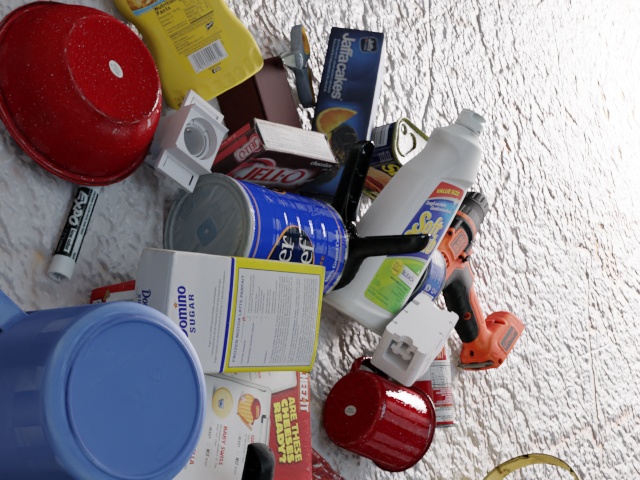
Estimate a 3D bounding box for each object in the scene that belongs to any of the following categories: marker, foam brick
[{"bbox_3d":[-0.194,-0.023,0.864,0.020,0.020,0.121,39,53,-41],"label":"marker"},{"bbox_3d":[-0.062,-0.134,1.037,0.052,0.051,0.078,-27,103,-53],"label":"foam brick"}]

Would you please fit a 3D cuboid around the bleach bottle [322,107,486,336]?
[{"bbox_3d":[0.093,-0.029,1.107,0.102,0.068,0.251,35,85,-48],"label":"bleach bottle"}]

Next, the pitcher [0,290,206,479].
[{"bbox_3d":[-0.189,0.094,0.657,0.149,0.243,0.145,23,65,-40],"label":"pitcher"}]

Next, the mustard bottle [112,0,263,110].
[{"bbox_3d":[-0.133,-0.218,0.943,0.096,0.058,0.191,-30,109,-9],"label":"mustard bottle"}]

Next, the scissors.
[{"bbox_3d":[-0.022,-0.161,1.059,0.201,0.016,0.096,-82,162,-66],"label":"scissors"}]

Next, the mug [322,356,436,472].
[{"bbox_3d":[0.056,0.171,1.093,0.081,0.093,0.117,30,43,-40],"label":"mug"}]

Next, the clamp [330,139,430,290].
[{"bbox_3d":[0.028,0.002,1.023,0.039,0.172,0.120,-2,49,-46],"label":"clamp"}]

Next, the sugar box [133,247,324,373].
[{"bbox_3d":[-0.071,0.058,0.850,0.175,0.048,0.093,8,88,-48],"label":"sugar box"}]

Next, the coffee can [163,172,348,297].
[{"bbox_3d":[-0.056,0.001,0.968,0.140,0.103,0.103,12,72,-51],"label":"coffee can"}]

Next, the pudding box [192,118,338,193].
[{"bbox_3d":[-0.053,-0.071,0.998,0.113,0.090,0.039,2,63,-54],"label":"pudding box"}]

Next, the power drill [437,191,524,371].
[{"bbox_3d":[0.185,0.051,1.313,0.184,0.057,0.187,-45,114,-43],"label":"power drill"}]

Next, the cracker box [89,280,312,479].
[{"bbox_3d":[-0.099,0.128,0.909,0.213,0.072,0.164,13,72,-52],"label":"cracker box"}]

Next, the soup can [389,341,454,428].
[{"bbox_3d":[0.110,0.157,1.177,0.068,0.069,0.102,9,74,-51],"label":"soup can"}]

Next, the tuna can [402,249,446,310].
[{"bbox_3d":[0.094,0.038,1.170,0.033,0.086,0.086,31,58,-43],"label":"tuna can"}]

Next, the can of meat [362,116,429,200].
[{"bbox_3d":[0.078,-0.087,1.180,0.102,0.084,0.057,33,57,-44],"label":"can of meat"}]

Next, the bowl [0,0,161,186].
[{"bbox_3d":[-0.182,-0.128,0.856,0.161,0.055,0.162,23,57,-42],"label":"bowl"}]
